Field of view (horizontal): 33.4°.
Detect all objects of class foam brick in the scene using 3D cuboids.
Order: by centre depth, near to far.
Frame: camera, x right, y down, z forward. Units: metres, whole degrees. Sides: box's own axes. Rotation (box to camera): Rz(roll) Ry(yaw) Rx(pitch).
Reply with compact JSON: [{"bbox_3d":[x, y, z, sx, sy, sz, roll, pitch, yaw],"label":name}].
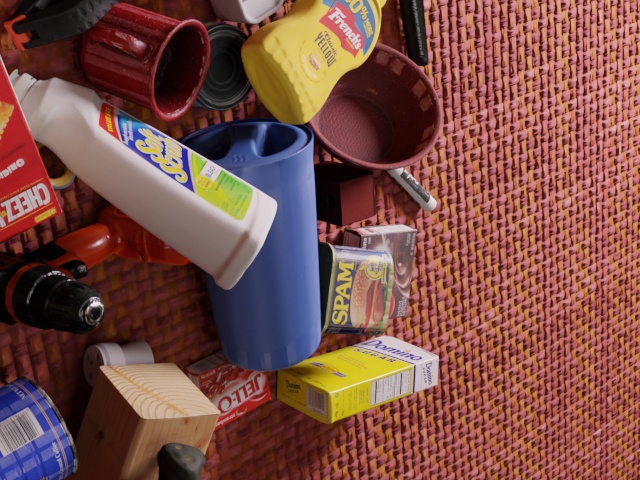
[{"bbox_3d":[0.015,-0.052,1.162,0.051,0.078,0.053,-19,113,-36],"label":"foam brick"}]

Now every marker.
[{"bbox_3d":[0.101,-0.072,1.272,0.121,0.020,0.020,42,75,-42],"label":"marker"}]

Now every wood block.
[{"bbox_3d":[-0.185,0.231,1.028,0.090,0.091,0.206,4,115,-42],"label":"wood block"}]

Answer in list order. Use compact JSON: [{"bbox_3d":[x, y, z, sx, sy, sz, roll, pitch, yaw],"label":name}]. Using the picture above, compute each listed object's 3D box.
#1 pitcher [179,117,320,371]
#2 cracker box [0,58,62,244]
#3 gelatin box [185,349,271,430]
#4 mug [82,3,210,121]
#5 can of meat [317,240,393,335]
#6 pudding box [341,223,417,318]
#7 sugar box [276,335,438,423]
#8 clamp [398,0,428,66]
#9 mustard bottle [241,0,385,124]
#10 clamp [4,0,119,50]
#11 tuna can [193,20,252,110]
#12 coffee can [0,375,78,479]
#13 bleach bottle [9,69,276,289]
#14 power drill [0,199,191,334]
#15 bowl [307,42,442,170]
[{"bbox_3d":[-0.057,0.001,1.087,0.149,0.145,0.243,-12,117,-13],"label":"pitcher"},{"bbox_3d":[-0.294,-0.115,0.802,0.072,0.164,0.213,-32,122,-29],"label":"cracker box"},{"bbox_3d":[-0.098,0.156,1.157,0.089,0.030,0.073,-24,118,-35],"label":"gelatin box"},{"bbox_3d":[-0.161,-0.163,0.940,0.093,0.082,0.117,-69,160,3],"label":"mug"},{"bbox_3d":[0.030,0.055,1.179,0.083,0.058,0.102,6,93,-30],"label":"can of meat"},{"bbox_3d":[0.065,0.039,1.261,0.089,0.039,0.113,-6,107,-39],"label":"pudding box"},{"bbox_3d":[0.045,0.158,1.245,0.175,0.093,0.048,-15,113,-39],"label":"sugar box"},{"bbox_3d":[0.109,-0.322,1.189,0.164,0.036,0.209,-53,131,-16],"label":"clamp"},{"bbox_3d":[0.008,-0.206,1.054,0.191,0.058,0.096,-49,123,-29],"label":"mustard bottle"},{"bbox_3d":[-0.184,-0.216,0.906,0.171,0.120,0.039,-45,132,-17],"label":"clamp"},{"bbox_3d":[-0.104,-0.171,1.046,0.085,0.034,0.086,-14,113,-39],"label":"tuna can"},{"bbox_3d":[-0.301,0.196,0.936,0.140,0.103,0.103,-29,121,-33],"label":"coffee can"},{"bbox_3d":[-0.161,-0.062,0.911,0.250,0.102,0.068,32,118,-9],"label":"bleach bottle"},{"bbox_3d":[-0.201,0.020,0.929,0.187,0.185,0.057,-25,119,-46],"label":"power drill"},{"bbox_3d":[0.046,-0.134,1.146,0.162,0.055,0.162,8,62,-15],"label":"bowl"}]
